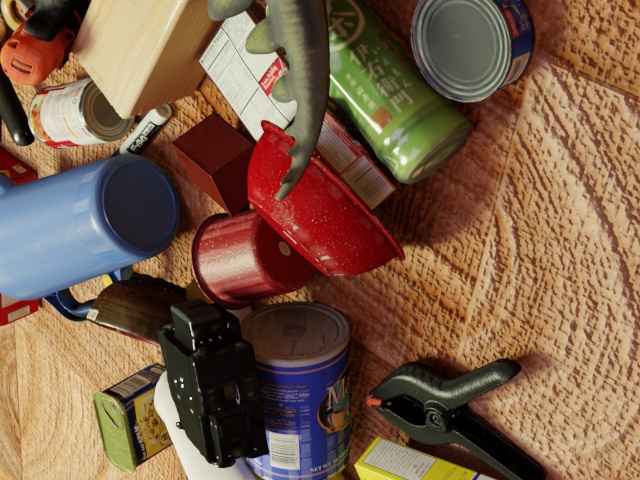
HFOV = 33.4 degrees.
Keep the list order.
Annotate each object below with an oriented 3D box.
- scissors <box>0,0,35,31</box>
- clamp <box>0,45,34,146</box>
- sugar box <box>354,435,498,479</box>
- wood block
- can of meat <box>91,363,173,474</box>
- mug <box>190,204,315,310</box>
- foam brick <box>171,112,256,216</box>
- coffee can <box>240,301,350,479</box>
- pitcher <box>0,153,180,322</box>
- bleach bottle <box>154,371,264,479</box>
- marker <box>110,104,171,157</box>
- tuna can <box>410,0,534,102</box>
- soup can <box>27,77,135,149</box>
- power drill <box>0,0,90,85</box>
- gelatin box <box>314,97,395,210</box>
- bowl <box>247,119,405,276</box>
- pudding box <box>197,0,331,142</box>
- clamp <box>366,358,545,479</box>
[{"bbox_3d":[-0.285,-0.230,1.129,0.202,0.016,0.096,-9,104,47],"label":"scissors"},{"bbox_3d":[-0.378,-0.200,1.214,0.165,0.036,0.210,18,121,54],"label":"clamp"},{"bbox_3d":[0.119,0.239,0.932,0.177,0.048,0.093,14,137,44],"label":"sugar box"},{"bbox_3d":[-0.129,-0.210,0.923,0.090,0.090,0.206,52,138,10],"label":"wood block"},{"bbox_3d":[-0.207,0.203,1.231,0.058,0.083,0.102,13,120,41],"label":"can of meat"},{"bbox_3d":[-0.056,0.001,0.976,0.082,0.093,0.117,-14,64,44],"label":"mug"},{"bbox_3d":[-0.088,-0.070,0.961,0.078,0.051,0.053,40,162,43],"label":"foam brick"},{"bbox_3d":[-0.023,0.142,0.995,0.103,0.102,0.140,22,125,37],"label":"coffee can"},{"bbox_3d":[-0.255,-0.006,1.142,0.243,0.149,0.145,-13,61,45],"label":"pitcher"},{"bbox_3d":[-0.114,0.214,1.114,0.102,0.068,0.251,51,177,-35],"label":"bleach bottle"},{"bbox_3d":[-0.186,-0.105,1.093,0.121,0.020,0.020,-36,84,49],"label":"marker"},{"bbox_3d":[0.108,-0.144,0.759,0.086,0.033,0.086,23,126,36],"label":"tuna can"},{"bbox_3d":[-0.247,-0.132,1.104,0.102,0.068,0.068,-1,110,45],"label":"soup can"},{"bbox_3d":[-0.224,-0.248,0.977,0.057,0.184,0.188,23,119,-11],"label":"power drill"},{"bbox_3d":[0.020,-0.073,0.839,0.030,0.073,0.089,-40,102,13],"label":"gelatin box"},{"bbox_3d":[-0.007,-0.022,0.860,0.162,0.055,0.162,43,175,4],"label":"bowl"},{"bbox_3d":[-0.047,-0.143,0.916,0.113,0.039,0.090,56,140,10],"label":"pudding box"},{"bbox_3d":[0.110,0.136,0.904,0.172,0.039,0.120,14,120,36],"label":"clamp"}]
